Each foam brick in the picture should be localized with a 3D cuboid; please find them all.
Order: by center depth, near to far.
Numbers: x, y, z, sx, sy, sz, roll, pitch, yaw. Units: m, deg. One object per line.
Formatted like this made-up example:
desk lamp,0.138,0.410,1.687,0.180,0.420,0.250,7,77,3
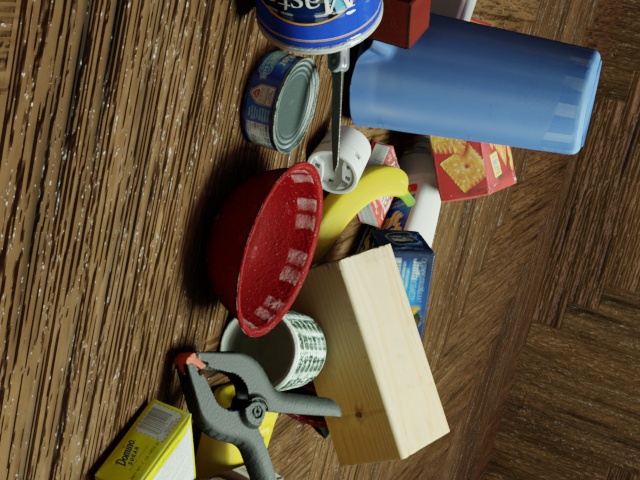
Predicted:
foam brick,0.061,-0.227,1.031,0.053,0.078,0.051,-51,153,-40

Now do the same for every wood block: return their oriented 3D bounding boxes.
wood block,0.046,0.119,1.110,0.090,0.091,0.206,-17,90,-49

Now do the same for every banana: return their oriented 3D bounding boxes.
banana,0.042,-0.039,1.168,0.197,0.037,0.069,-29,104,-41

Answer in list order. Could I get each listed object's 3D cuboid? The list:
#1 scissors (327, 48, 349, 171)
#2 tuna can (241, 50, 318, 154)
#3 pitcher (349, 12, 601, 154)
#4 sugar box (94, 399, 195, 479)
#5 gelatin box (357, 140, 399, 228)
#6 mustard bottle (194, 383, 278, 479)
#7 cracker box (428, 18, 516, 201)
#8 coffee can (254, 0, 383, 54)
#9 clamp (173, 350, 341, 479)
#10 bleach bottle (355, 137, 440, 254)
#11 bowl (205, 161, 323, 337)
scissors,0.026,-0.165,0.911,0.016,0.096,0.202,-7,89,-38
tuna can,-0.035,-0.121,0.928,0.086,0.034,0.086,-54,154,-42
pitcher,0.161,-0.161,1.112,0.149,0.243,0.145,-58,157,-52
sugar box,-0.147,0.231,0.925,0.093,0.048,0.176,-53,157,-44
gelatin box,0.067,-0.065,1.266,0.073,0.030,0.089,-65,160,-17
mustard bottle,-0.096,0.239,1.051,0.096,0.058,0.192,2,106,-69
cracker box,0.181,-0.162,1.311,0.164,0.072,0.214,-17,99,-68
coffee can,-0.006,-0.227,0.804,0.102,0.103,0.140,-59,157,-33
clamp,-0.056,0.148,0.954,0.171,0.039,0.120,53,53,-19
bleach bottle,0.094,-0.012,1.318,0.068,0.103,0.250,34,64,-36
bowl,-0.056,0.001,0.947,0.162,0.055,0.162,-54,154,-42
